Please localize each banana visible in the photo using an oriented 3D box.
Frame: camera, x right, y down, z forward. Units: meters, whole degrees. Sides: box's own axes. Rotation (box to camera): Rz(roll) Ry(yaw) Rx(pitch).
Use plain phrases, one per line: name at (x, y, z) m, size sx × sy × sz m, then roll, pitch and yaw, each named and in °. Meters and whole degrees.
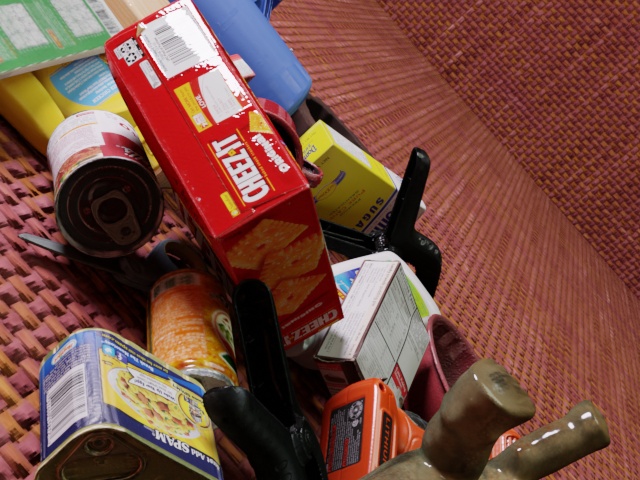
banana at (-0.244, -0.119, 0.721) m, size 0.197 × 0.037 × 0.069 m, roll 33°, pitch 45°, yaw -36°

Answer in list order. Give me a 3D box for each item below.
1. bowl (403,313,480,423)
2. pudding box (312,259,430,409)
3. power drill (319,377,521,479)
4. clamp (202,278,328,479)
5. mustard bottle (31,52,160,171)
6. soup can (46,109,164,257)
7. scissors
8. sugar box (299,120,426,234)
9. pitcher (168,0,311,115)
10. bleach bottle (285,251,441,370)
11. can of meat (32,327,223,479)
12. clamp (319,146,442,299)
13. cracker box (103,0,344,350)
bowl at (0.117, 0.149, 0.953) m, size 0.162 × 0.055 × 0.162 m, roll 51°, pitch 19°, yaw -26°
pudding box at (0.043, 0.084, 0.838) m, size 0.113 × 0.039 × 0.090 m, roll -62°, pitch 139°, yaw -43°
power drill at (0.080, 0.193, 0.753) m, size 0.187 × 0.057 × 0.184 m, roll 33°, pitch 43°, yaw -32°
clamp at (-0.025, 0.109, 0.634) m, size 0.120 × 0.039 × 0.171 m, roll -78°, pitch 155°, yaw -50°
mustard bottle at (-0.189, -0.125, 0.809) m, size 0.191 × 0.058 × 0.096 m, roll 48°, pitch 39°, yaw -5°
soup can at (-0.144, -0.040, 0.703) m, size 0.068 × 0.068 × 0.102 m, roll 39°, pitch 8°, yaw -29°
scissors at (-0.131, 0.012, 0.741) m, size 0.201 × 0.016 × 0.096 m, roll 34°, pitch 21°, yaw -39°
sugar box at (0.026, -0.047, 1.115) m, size 0.176 × 0.093 × 0.048 m, roll 31°, pitch 25°, yaw -43°
pitcher at (-0.115, -0.218, 1.055) m, size 0.242 × 0.149 × 0.145 m, roll 48°, pitch 23°, yaw -17°
bleach bottle at (0.026, 0.070, 0.923) m, size 0.102 × 0.068 × 0.250 m, roll 55°, pitch 21°, yaw 8°
can of meat at (-0.099, 0.102, 0.556) m, size 0.102 × 0.057 × 0.084 m, roll 38°, pitch 18°, yaw -33°
clamp at (0.052, 0.007, 1.059) m, size 0.036 × 0.165 × 0.210 m, roll -93°, pitch 163°, yaw -45°
cracker box at (-0.061, -0.032, 0.721) m, size 0.164 × 0.072 × 0.213 m, roll 58°, pitch -8°, yaw 24°
